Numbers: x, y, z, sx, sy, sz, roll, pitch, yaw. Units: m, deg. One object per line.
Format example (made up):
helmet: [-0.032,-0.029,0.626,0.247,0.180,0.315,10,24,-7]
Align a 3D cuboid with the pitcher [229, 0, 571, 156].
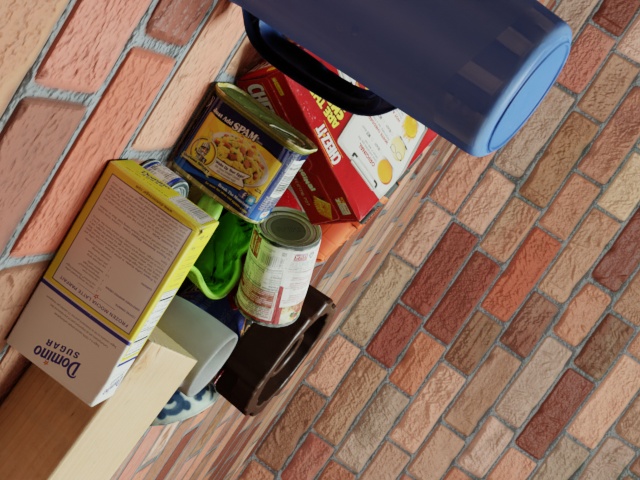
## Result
pitcher: [0.045,-0.160,0.752,0.145,0.243,0.149,-52,165,2]

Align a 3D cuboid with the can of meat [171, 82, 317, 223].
can of meat: [-0.068,-0.075,0.937,0.084,0.102,0.057,-55,171,15]

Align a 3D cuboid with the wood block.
wood block: [-0.220,0.158,0.955,0.206,0.090,0.090,-54,152,-2]

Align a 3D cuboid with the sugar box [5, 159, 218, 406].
sugar box: [-0.166,0.034,0.848,0.176,0.093,0.048,-57,171,16]

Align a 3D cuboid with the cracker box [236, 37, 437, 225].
cracker box: [0.033,-0.140,1.039,0.072,0.164,0.213,-7,-150,43]

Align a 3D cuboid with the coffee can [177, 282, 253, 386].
coffee can: [-0.128,0.095,1.251,0.140,0.103,0.103,-42,164,-54]

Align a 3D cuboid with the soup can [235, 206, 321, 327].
soup can: [-0.042,0.026,1.055,0.068,0.068,0.102,-44,156,-50]
